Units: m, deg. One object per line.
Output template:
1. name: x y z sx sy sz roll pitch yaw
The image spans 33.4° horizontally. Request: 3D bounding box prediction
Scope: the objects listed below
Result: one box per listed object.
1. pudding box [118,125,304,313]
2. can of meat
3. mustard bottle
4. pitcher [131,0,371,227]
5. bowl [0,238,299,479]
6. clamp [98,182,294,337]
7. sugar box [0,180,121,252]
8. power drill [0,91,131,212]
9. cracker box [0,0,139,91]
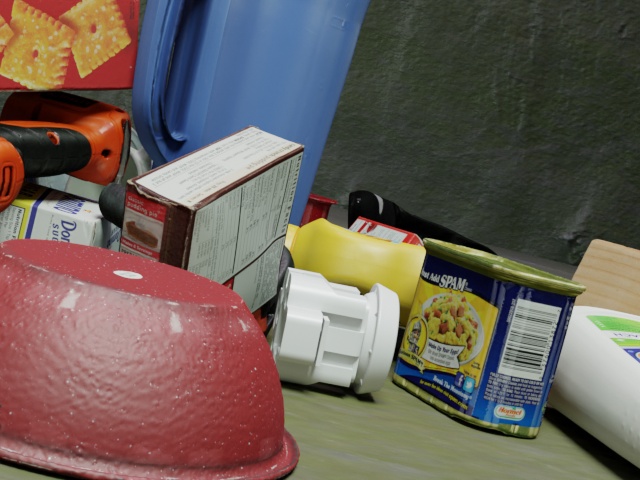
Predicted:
1. pudding box: -0.053 0.002 0.517 0.039 0.090 0.113 19 26 18
2. can of meat: 0.088 0.051 0.582 0.057 0.084 0.102 13 5 -27
3. mustard bottle: 0.042 0.026 0.686 0.191 0.058 0.096 15 -8 5
4. pitcher: -0.062 -0.084 0.761 0.149 0.243 0.145 14 4 -7
5. bowl: -0.080 0.037 0.398 0.162 0.055 0.162 15 5 -1
6. clamp: -0.054 0.001 0.644 0.120 0.039 0.172 -21 42 -18
7. sugar box: -0.223 -0.021 0.720 0.176 0.048 0.093 13 8 4
8. power drill: -0.225 -0.065 0.677 0.185 0.057 0.187 19 17 21
9. cracker box: -0.249 -0.137 0.679 0.164 0.072 0.213 16 16 40
